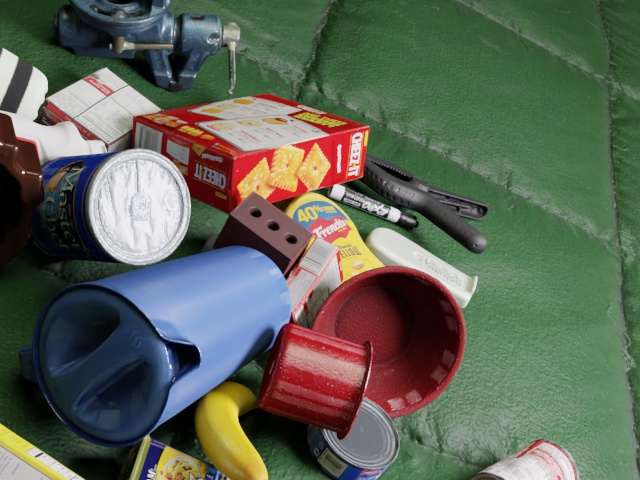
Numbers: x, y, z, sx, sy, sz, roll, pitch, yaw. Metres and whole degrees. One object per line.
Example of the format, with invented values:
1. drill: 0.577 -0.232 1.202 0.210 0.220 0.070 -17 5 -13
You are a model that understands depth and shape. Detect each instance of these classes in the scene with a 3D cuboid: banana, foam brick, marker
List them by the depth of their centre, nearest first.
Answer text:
1. banana: -0.076 0.159 0.924 0.069 0.037 0.198 8 12 -2
2. foam brick: -0.057 0.001 1.057 0.078 0.051 0.052 36 38 3
3. marker: 0.066 -0.041 1.309 0.121 0.020 0.020 21 39 -15

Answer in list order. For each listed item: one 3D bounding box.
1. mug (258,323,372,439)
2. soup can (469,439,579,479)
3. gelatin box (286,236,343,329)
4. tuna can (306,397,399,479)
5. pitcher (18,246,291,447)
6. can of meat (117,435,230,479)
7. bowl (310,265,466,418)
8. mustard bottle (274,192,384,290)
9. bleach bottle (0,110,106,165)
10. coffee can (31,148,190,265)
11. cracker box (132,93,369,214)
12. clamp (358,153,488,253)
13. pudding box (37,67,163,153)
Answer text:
1. mug: -0.008 0.123 0.972 0.081 0.093 0.117 18 -2 -7
2. soup can: 0.198 0.244 1.051 0.102 0.069 0.068 -15 58 -44
3. gelatin box: -0.013 0.051 1.074 0.030 0.073 0.089 27 69 19
4. tuna can: 0.030 0.190 1.019 0.086 0.034 0.086 19 39 -17
5. pitcher: -0.134 0.078 0.937 0.149 0.145 0.242 39 24 14
6. can of meat: -0.124 0.216 0.862 0.084 0.058 0.102 26 38 -12
7. bowl: 0.061 0.096 1.075 0.162 0.162 0.055 20 11 -16
8. mustard bottle: 0.003 0.004 1.183 0.096 0.058 0.192 -13 56 -37
9. bleach bottle: -0.322 -0.088 1.021 0.250 0.102 0.068 -5 21 -39
10. coffee can: -0.200 -0.030 0.984 0.102 0.141 0.103 -1 92 -39
11. cracker box: -0.077 -0.101 1.187 0.164 0.072 0.213 24 27 37
12. clamp: 0.124 -0.059 1.345 0.210 0.036 0.164 30 19 7
13. pudding box: -0.242 -0.138 1.183 0.090 0.039 0.113 38 40 5
